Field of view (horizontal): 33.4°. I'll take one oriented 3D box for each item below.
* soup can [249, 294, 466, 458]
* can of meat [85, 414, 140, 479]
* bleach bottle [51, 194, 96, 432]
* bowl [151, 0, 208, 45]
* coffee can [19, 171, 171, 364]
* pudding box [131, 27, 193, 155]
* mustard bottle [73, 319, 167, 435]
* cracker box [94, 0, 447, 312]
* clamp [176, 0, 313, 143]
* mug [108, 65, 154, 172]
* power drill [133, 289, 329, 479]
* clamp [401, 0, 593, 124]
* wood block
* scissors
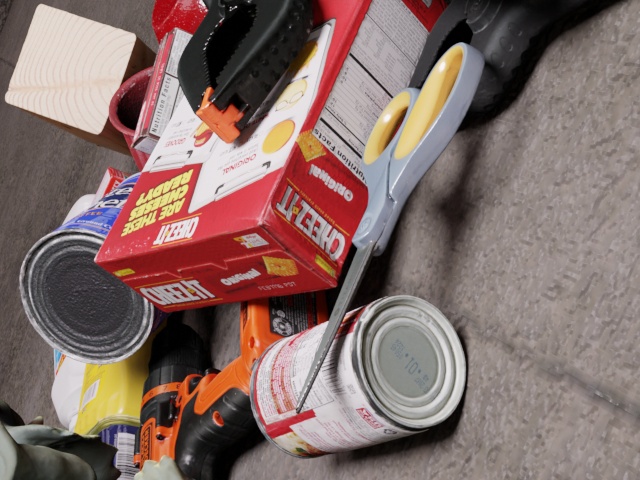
[{"bbox_3d":[0.017,0.071,0.546,0.102,0.068,0.068,-29,47,53],"label":"soup can"},{"bbox_3d":[-0.158,0.193,0.812,0.102,0.057,0.084,-44,38,43],"label":"can of meat"},{"bbox_3d":[-0.213,0.077,1.001,0.103,0.068,0.251,-51,33,34],"label":"bleach bottle"},{"bbox_3d":[-0.124,-0.242,1.066,0.162,0.055,0.162,-43,36,42],"label":"bowl"},{"bbox_3d":[-0.144,0.016,0.796,0.103,0.103,0.140,-56,-2,26],"label":"coffee can"},{"bbox_3d":[-0.075,-0.094,0.794,0.039,0.113,0.090,-23,51,62],"label":"pudding box"},{"bbox_3d":[-0.163,0.084,0.900,0.096,0.058,0.191,-44,36,44],"label":"mustard bottle"},{"bbox_3d":[-0.027,-0.065,0.655,0.165,0.072,0.213,-12,47,47],"label":"cracker box"},{"bbox_3d":[-0.031,-0.146,0.639,0.165,0.036,0.210,-26,38,30],"label":"clamp"},{"bbox_3d":[-0.106,-0.093,0.876,0.117,0.081,0.093,-33,48,-17],"label":"mug"},{"bbox_3d":[-0.065,0.087,0.712,0.188,0.057,0.184,-53,30,34],"label":"power drill"},{"bbox_3d":[0.101,-0.118,0.555,0.172,0.039,0.120,-59,21,27],"label":"clamp"},{"bbox_3d":[-0.195,-0.134,0.975,0.206,0.091,0.090,29,-99,-84],"label":"wood block"},{"bbox_3d":[0.023,-0.011,0.539,0.201,0.016,0.096,-61,17,-8],"label":"scissors"}]
